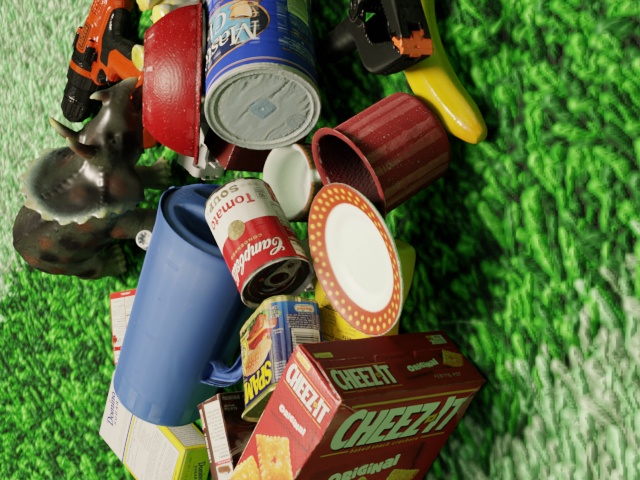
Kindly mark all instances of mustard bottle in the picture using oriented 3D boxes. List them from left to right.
[{"bbox_3d":[0.028,0.089,0.945,0.096,0.058,0.192,17,102,44],"label":"mustard bottle"}]

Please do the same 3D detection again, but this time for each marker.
[{"bbox_3d":[-0.173,0.013,1.158,0.020,0.121,0.020,-2,76,8],"label":"marker"}]

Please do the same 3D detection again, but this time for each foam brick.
[{"bbox_3d":[-0.064,-0.101,1.042,0.053,0.078,0.051,50,126,41],"label":"foam brick"}]

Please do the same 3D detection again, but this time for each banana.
[{"bbox_3d":[0.092,-0.168,0.887,0.070,0.037,0.198,-21,74,50],"label":"banana"}]

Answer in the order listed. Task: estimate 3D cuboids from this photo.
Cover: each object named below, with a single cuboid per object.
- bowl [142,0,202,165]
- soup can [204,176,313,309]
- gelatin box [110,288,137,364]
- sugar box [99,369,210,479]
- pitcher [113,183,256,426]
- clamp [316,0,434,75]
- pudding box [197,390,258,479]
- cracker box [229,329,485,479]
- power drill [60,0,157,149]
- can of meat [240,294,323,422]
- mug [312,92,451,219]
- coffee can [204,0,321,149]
[{"bbox_3d":[-0.143,-0.154,1.030,0.162,0.055,0.162,-179,90,-82],"label":"bowl"},{"bbox_3d":[-0.056,0.001,0.952,0.069,0.068,0.102,-55,48,34],"label":"soup can"},{"bbox_3d":[-0.215,0.102,1.257,0.073,0.030,0.089,-12,81,48],"label":"gelatin box"},{"bbox_3d":[-0.189,0.227,1.215,0.176,0.048,0.093,38,118,47],"label":"sugar box"},{"bbox_3d":[-0.124,0.077,1.080,0.149,0.145,0.243,-84,14,-59],"label":"pitcher"},{"bbox_3d":[0.043,-0.206,0.886,0.210,0.036,0.165,-127,38,-60],"label":"clamp"},{"bbox_3d":[-0.055,0.187,1.002,0.039,0.113,0.090,-29,69,43],"label":"pudding box"},{"bbox_3d":[0.018,0.179,0.875,0.072,0.163,0.214,50,126,36],"label":"cracker box"},{"bbox_3d":[-0.246,-0.187,1.273,0.188,0.057,0.185,48,125,39],"label":"power drill"},{"bbox_3d":[-0.033,0.105,0.935,0.102,0.057,0.084,131,138,-55],"label":"can of meat"},{"bbox_3d":[0.051,-0.064,0.889,0.093,0.081,0.117,50,157,17],"label":"mug"},{"bbox_3d":[-0.055,-0.168,0.975,0.103,0.102,0.140,-45,37,40],"label":"coffee can"}]
